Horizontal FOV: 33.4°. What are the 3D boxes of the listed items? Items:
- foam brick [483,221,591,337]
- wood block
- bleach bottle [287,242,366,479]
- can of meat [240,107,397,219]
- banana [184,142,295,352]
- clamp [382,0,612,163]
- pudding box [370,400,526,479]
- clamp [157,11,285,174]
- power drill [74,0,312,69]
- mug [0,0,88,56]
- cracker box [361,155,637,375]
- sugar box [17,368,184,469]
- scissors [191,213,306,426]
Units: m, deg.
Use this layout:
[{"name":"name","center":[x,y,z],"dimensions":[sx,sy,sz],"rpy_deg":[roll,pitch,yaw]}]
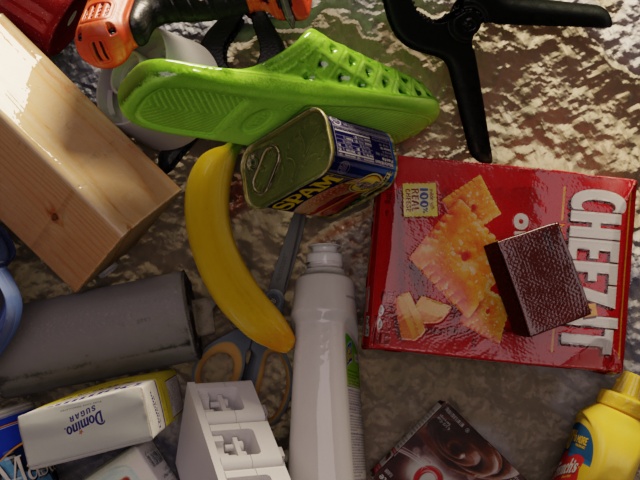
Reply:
[{"name":"foam brick","center":[0.168,0.031,0.833],"dimensions":[0.053,0.051,0.078],"rpy_deg":[-18,86,-4]},{"name":"wood block","center":[-0.229,-0.071,0.868],"dimensions":[0.206,0.090,0.091],"rpy_deg":[45,128,-1]},{"name":"bleach bottle","center":[0.006,0.129,0.881],"dimensions":[0.068,0.102,0.251],"rpy_deg":[-2,78,9]},{"name":"can of meat","center":[0.000,-0.058,0.859],"dimensions":[0.102,0.083,0.057],"rpy_deg":[-27,65,40]},{"name":"banana","center":[-0.073,0.003,0.872],"dimensions":[0.070,0.037,0.198],"rpy_deg":[-19,72,17]},{"name":"clamp","center":[0.118,-0.173,0.891],"dimensions":[0.209,0.036,0.165],"rpy_deg":[30,102,-15]},{"name":"pudding box","center":[0.111,0.203,0.894],"dimensions":[0.113,0.039,0.090],"rpy_deg":[45,86,3]},{"name":"clamp","center":[-0.062,-0.125,0.925],"dimensions":[0.120,0.039,0.171],"rpy_deg":[16,92,-5]},{"name":"power drill","center":[-0.098,-0.216,0.869],"dimensions":[0.188,0.057,0.184],"rpy_deg":[-9,44,14]},{"name":"mug","center":[-0.238,-0.218,0.915],"dimensions":[0.081,0.093,0.117],"rpy_deg":[33,49,-2]},{"name":"cracker box","center":[0.147,0.021,0.895],"dimensions":[0.213,0.072,0.164],"rpy_deg":[6,85,0]},{"name":"sugar box","center":[-0.165,0.134,0.831],"dimensions":[0.093,0.176,0.048],"rpy_deg":[-14,85,-1]},{"name":"scissors","center":[-0.060,0.059,0.919],"dimensions":[0.096,0.016,0.202],"rpy_deg":[2,85,0]}]
